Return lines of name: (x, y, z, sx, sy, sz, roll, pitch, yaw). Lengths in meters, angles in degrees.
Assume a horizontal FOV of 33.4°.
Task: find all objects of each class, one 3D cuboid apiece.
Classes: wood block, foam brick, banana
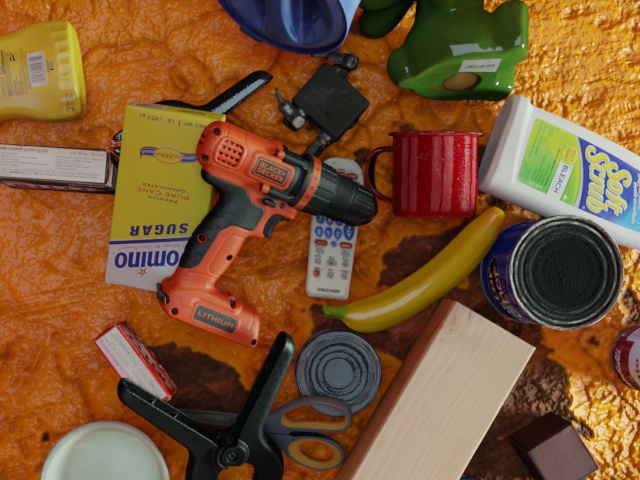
wood block: (0.106, 0.167, 1.022, 0.091, 0.090, 0.206, 31, 87, -1)
foam brick: (0.224, 0.205, 1.031, 0.051, 0.078, 0.053, -32, 92, -3)
banana: (0.099, 0.038, 1.035, 0.198, 0.069, 0.037, -32, 61, 3)

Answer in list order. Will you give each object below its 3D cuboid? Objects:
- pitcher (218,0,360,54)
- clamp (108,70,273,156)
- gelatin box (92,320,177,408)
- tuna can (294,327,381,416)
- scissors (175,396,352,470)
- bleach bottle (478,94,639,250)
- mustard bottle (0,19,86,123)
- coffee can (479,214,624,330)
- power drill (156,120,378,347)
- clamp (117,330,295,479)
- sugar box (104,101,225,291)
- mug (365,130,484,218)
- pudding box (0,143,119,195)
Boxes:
pitcher: (0.002, -0.298, 0.993, 0.149, 0.145, 0.242, 11, 61, 29)
clamp: (-0.119, -0.110, 1.047, 0.171, 0.039, 0.120, 4, 87, -2)
gelatin box: (-0.175, 0.120, 1.022, 0.030, 0.073, 0.089, -38, 90, -2)
tuna can: (0.017, 0.129, 1.047, 0.086, 0.034, 0.086, 0, 88, -2)
scissors: (-0.062, 0.192, 1.048, 0.202, 0.016, 0.096, -9, 119, 17)
bleach bottle: (0.286, -0.053, 1.048, 0.250, 0.068, 0.102, 20, 87, -4)
mustard bottle: (-0.328, -0.153, 1.032, 0.191, 0.058, 0.096, -8, 90, -2)
coffee can: (0.213, 0.030, 1.003, 0.103, 0.140, 0.103, 0, 88, -2)
power drill: (-0.057, 0.001, 0.996, 0.184, 0.057, 0.188, 23, 97, -19)
clamp: (-0.078, 0.186, 1.001, 0.164, 0.036, 0.210, -21, 116, -4)
sugar box: (-0.149, -0.039, 1.019, 0.093, 0.048, 0.176, 9, 103, -2)
mug: (0.099, -0.063, 1.033, 0.117, 0.093, 0.081, 2, 93, 18)
pudding box: (-0.250, -0.067, 1.017, 0.113, 0.090, 0.039, 2, 88, -2)
